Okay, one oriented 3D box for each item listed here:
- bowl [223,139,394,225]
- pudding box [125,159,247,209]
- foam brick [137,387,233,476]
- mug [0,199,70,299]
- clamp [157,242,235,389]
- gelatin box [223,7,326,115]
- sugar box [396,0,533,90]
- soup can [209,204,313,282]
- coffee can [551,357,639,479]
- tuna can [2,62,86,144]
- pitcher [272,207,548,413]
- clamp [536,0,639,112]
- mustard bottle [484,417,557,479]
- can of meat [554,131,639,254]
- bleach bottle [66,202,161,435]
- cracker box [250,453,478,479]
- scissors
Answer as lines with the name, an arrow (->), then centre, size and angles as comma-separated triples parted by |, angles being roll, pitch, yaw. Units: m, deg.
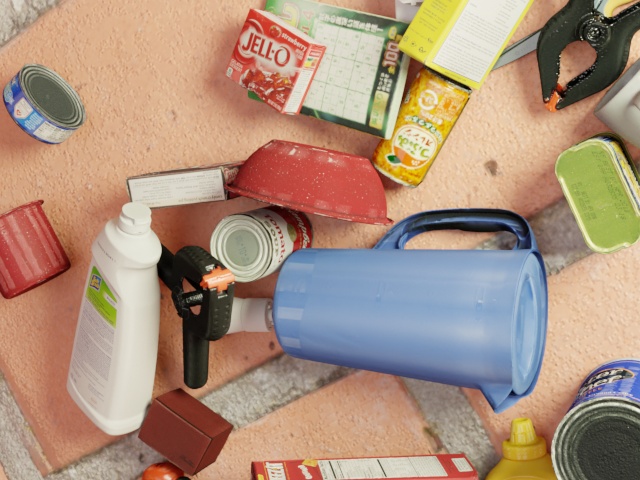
bowl -> -0.006, -0.058, 0.988 | 0.162, 0.162, 0.055 | 14, 97, 20
pudding box -> -0.124, -0.057, 1.073 | 0.114, 0.089, 0.039 | -7, 95, 23
foam brick -> -0.144, 0.203, 1.138 | 0.078, 0.051, 0.053 | 33, 109, 15
mug -> -0.333, 0.015, 1.176 | 0.117, 0.093, 0.081 | -25, 93, 54
clamp -> -0.130, 0.050, 1.056 | 0.164, 0.036, 0.210 | 66, 156, 12
gelatin box -> -0.045, -0.173, 1.028 | 0.089, 0.030, 0.073 | 37, 113, 31
sugar box -> 0.148, -0.226, 0.933 | 0.048, 0.093, 0.176 | 40, 108, 36
soup can -> -0.057, 0.001, 1.047 | 0.069, 0.102, 0.068 | 3, 98, 22
coffee can -> 0.262, 0.166, 0.920 | 0.103, 0.140, 0.103 | 3, 98, 22
tuna can -> -0.293, -0.144, 1.132 | 0.034, 0.086, 0.086 | -37, 83, 24
pitcher -> 0.085, 0.057, 0.993 | 0.243, 0.149, 0.145 | 4, 116, 25
clamp -> 0.231, -0.193, 0.917 | 0.120, 0.039, 0.172 | 39, 120, 5
mustard bottle -> 0.200, 0.262, 1.003 | 0.096, 0.058, 0.191 | -6, 95, 22
can of meat -> 0.247, -0.041, 0.927 | 0.058, 0.083, 0.102 | -25, 88, 23
bleach bottle -> -0.201, 0.076, 1.092 | 0.103, 0.067, 0.251 | 38, 129, 29
cracker box -> 0.041, 0.295, 1.018 | 0.213, 0.072, 0.164 | -1, 99, -8
scissors -> 0.219, -0.213, 0.950 | 0.202, 0.016, 0.096 | -10, 97, 22
